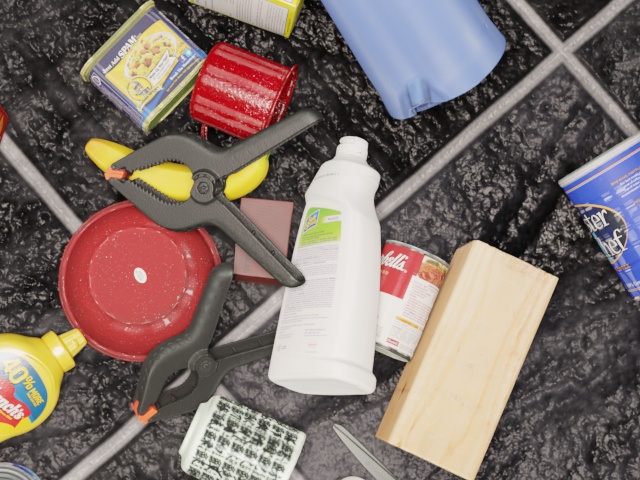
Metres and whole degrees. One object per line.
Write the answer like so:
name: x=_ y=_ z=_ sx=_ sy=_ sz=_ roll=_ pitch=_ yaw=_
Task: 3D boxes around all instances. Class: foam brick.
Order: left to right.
foam brick: x=-0.057 y=0.001 z=1.044 sx=0.053 sy=0.051 sz=0.078 roll=7 pitch=82 yaw=-3

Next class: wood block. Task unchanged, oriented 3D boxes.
wood block: x=0.139 y=0.114 z=1.027 sx=0.090 sy=0.091 sz=0.206 roll=25 pitch=82 yaw=-2

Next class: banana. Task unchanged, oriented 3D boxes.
banana: x=-0.132 y=-0.069 z=1.039 sx=0.198 sy=0.037 sz=0.069 roll=-1 pitch=107 yaw=14

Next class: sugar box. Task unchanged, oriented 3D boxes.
sugar box: x=-0.102 y=-0.261 z=1.051 sx=0.176 sy=0.093 sz=0.048 roll=23 pitch=79 yaw=-2

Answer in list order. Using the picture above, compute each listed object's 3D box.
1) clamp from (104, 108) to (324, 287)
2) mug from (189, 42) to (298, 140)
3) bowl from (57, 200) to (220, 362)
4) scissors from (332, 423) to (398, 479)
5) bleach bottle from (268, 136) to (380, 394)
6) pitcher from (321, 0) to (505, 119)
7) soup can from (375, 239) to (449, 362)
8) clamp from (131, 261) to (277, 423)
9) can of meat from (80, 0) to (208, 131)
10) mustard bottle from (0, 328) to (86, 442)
clamp: x=-0.099 y=-0.040 z=0.993 sx=0.210 sy=0.036 sz=0.164 roll=2 pitch=96 yaw=15
mug: x=-0.080 y=-0.132 z=1.046 sx=0.081 sy=0.093 sz=0.117 roll=22 pitch=109 yaw=3
bowl: x=-0.174 y=0.036 z=1.028 sx=0.162 sy=0.055 sz=0.162 roll=1 pitch=83 yaw=-5
scissors: x=0.101 y=0.246 z=1.046 sx=0.096 sy=0.016 sz=0.202 roll=-29 pitch=86 yaw=-9
bleach bottle: x=0.019 y=0.018 z=1.016 sx=0.068 sy=0.103 sz=0.251 roll=30 pitch=63 yaw=-43
pitcher: x=0.061 y=-0.250 z=1.006 sx=0.145 sy=0.149 sz=0.242 roll=-41 pitch=115 yaw=-7
soup can: x=0.076 y=0.059 z=1.040 sx=0.068 sy=0.068 sz=0.102 roll=24 pitch=82 yaw=-2
clamp: x=-0.105 y=0.113 z=1.024 sx=0.120 sy=0.039 sz=0.171 roll=39 pitch=96 yaw=-26
can of meat: x=-0.170 y=-0.170 z=1.053 sx=0.084 sy=0.057 sz=0.102 roll=42 pitch=82 yaw=-1
mustard bottle: x=-0.303 y=0.143 z=0.993 sx=0.191 sy=0.058 sz=0.096 roll=-35 pitch=111 yaw=-18
